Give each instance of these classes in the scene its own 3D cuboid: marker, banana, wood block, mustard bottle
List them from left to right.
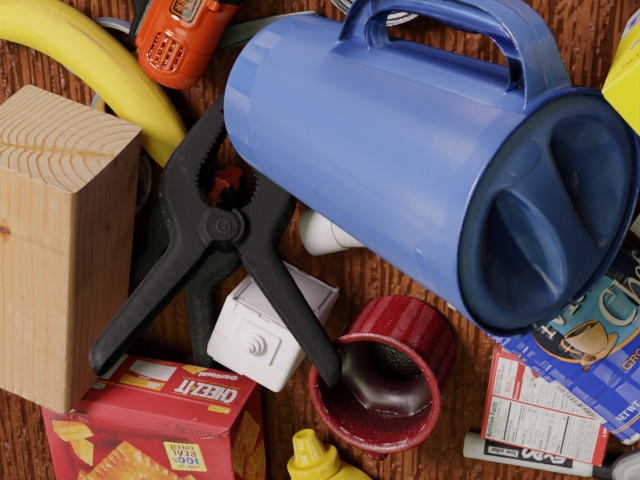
[{"bbox_3d":[-0.191,0.011,0.748,0.091,0.090,0.206,21,130,10],"label":"wood block"},{"bbox_3d":[-0.161,-0.119,0.753,0.198,0.037,0.070,35,142,5],"label":"banana"},{"bbox_3d":[0.016,0.235,0.842,0.096,0.058,0.191,-9,108,29],"label":"mustard bottle"},{"bbox_3d":[0.165,0.158,0.775,0.121,0.020,0.020,7,114,18],"label":"marker"}]

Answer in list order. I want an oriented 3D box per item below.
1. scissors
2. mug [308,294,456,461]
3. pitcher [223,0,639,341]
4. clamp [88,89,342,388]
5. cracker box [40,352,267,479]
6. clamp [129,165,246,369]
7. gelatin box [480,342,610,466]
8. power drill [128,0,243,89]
[{"bbox_3d":[-0.094,-0.117,0.757,0.202,0.016,0.096,5,115,19],"label":"scissors"},{"bbox_3d":[0.049,0.100,0.758,0.093,0.081,0.117,8,114,17],"label":"mug"},{"bbox_3d":[0.049,-0.062,0.609,0.243,0.144,0.149,32,95,45],"label":"pitcher"},{"bbox_3d":[-0.055,0.001,0.719,0.164,0.036,0.210,10,74,-1],"label":"clamp"},{"bbox_3d":[-0.127,0.197,0.858,0.164,0.072,0.214,9,123,17],"label":"cracker box"},{"bbox_3d":[-0.112,0.011,0.805,0.120,0.039,0.172,22,117,1],"label":"clamp"},{"bbox_3d":[0.162,0.112,0.750,0.089,0.030,0.073,12,117,15],"label":"gelatin box"},{"bbox_3d":[-0.122,-0.217,0.697,0.188,0.057,0.185,32,109,8],"label":"power drill"}]
